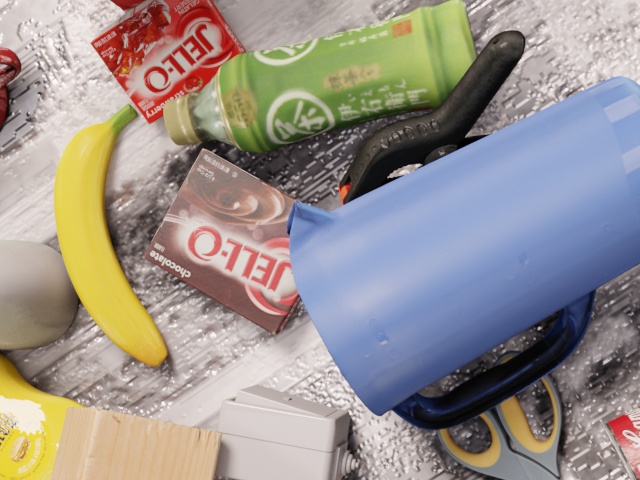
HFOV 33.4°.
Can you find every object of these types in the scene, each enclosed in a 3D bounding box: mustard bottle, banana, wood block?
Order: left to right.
[{"bbox_3d":[-0.256,0.130,0.789,0.192,0.058,0.096,29,79,13],"label":"mustard bottle"},{"bbox_3d":[-0.160,-0.001,0.787,0.070,0.037,0.198,-10,85,12],"label":"banana"},{"bbox_3d":[-0.138,0.219,0.697,0.090,0.090,0.206,16,76,-22],"label":"wood block"}]

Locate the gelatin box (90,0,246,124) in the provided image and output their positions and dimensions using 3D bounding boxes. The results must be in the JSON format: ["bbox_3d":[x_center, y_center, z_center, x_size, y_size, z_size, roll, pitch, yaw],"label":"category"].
[{"bbox_3d":[-0.109,-0.139,0.772,0.089,0.030,0.073,-31,112,10],"label":"gelatin box"}]

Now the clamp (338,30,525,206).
[{"bbox_3d":[0.083,-0.069,0.709,0.171,0.120,0.039,-23,40,11],"label":"clamp"}]

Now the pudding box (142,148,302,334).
[{"bbox_3d":[-0.055,0.001,0.760,0.113,0.039,0.090,30,93,7],"label":"pudding box"}]

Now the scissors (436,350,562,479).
[{"bbox_3d":[0.141,0.177,0.725,0.096,0.016,0.202,-15,84,13],"label":"scissors"}]

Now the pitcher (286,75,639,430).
[{"bbox_3d":[0.112,0.008,0.672,0.243,0.149,0.145,-28,65,7],"label":"pitcher"}]
